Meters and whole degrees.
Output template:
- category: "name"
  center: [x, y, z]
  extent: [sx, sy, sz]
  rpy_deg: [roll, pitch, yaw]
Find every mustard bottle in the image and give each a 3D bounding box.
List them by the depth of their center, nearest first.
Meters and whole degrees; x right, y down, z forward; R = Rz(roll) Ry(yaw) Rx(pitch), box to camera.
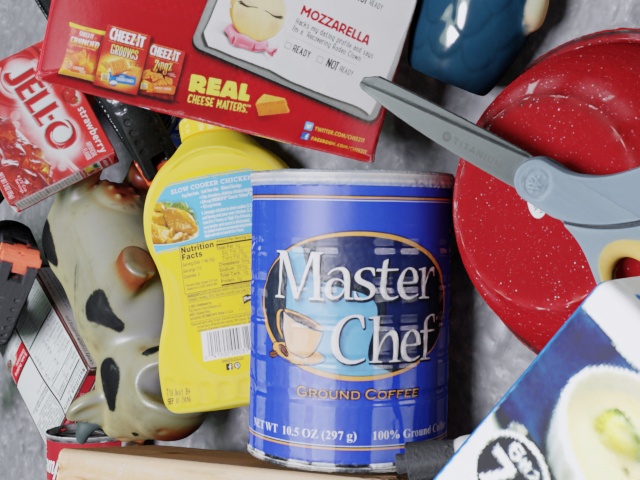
- category: "mustard bottle"
  center: [-0.054, 0.001, 0.627]
  extent: [0.096, 0.058, 0.191]
  rpy_deg: [-10, 81, 11]

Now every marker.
- category: "marker"
  center: [0.093, 0.091, 0.474]
  extent: [0.121, 0.020, 0.020]
  rpy_deg: [-11, 81, 13]

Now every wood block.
- category: "wood block"
  center: [-0.038, 0.161, 0.567]
  extent: [0.206, 0.090, 0.090]
  rpy_deg: [-2, 81, 34]

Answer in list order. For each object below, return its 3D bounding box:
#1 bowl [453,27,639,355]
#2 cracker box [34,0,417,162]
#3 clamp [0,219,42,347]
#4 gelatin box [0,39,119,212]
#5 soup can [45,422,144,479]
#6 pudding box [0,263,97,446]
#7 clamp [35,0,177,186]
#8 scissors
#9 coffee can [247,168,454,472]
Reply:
- category: "bowl"
  center: [0.113, -0.016, 0.472]
  extent: [0.162, 0.055, 0.162]
  rpy_deg: [0, 90, 46]
- category: "cracker box"
  center: [-0.029, -0.160, 0.499]
  extent: [0.072, 0.164, 0.214]
  rpy_deg: [-137, 61, -71]
- category: "clamp"
  center: [-0.245, 0.033, 0.801]
  extent: [0.210, 0.036, 0.164]
  rpy_deg: [-43, 40, 52]
- category: "gelatin box"
  center: [-0.180, -0.074, 0.672]
  extent: [0.089, 0.073, 0.030]
  rpy_deg: [61, 172, 8]
- category: "soup can"
  center: [-0.155, 0.181, 0.739]
  extent: [0.069, 0.068, 0.102]
  rpy_deg: [-1, 90, 46]
- category: "pudding box"
  center: [-0.196, 0.086, 0.802]
  extent: [0.114, 0.039, 0.090]
  rpy_deg: [52, 124, 31]
- category: "clamp"
  center: [-0.139, -0.115, 0.647]
  extent: [0.171, 0.039, 0.120]
  rpy_deg: [65, 175, -28]
- category: "scissors"
  center: [0.104, -0.032, 0.419]
  extent: [0.202, 0.016, 0.096]
  rpy_deg: [49, 121, 20]
- category: "coffee can"
  center: [0.015, 0.036, 0.538]
  extent: [0.103, 0.102, 0.140]
  rpy_deg: [2, 92, 46]
